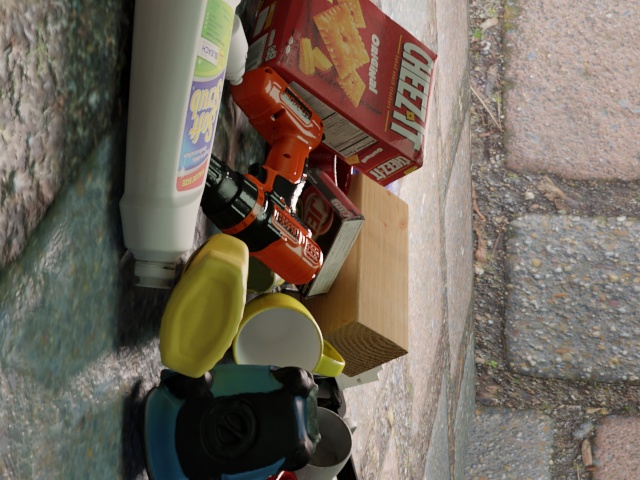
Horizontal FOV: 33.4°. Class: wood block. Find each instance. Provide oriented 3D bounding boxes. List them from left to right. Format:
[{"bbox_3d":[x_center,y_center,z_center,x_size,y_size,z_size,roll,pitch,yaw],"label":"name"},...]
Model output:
[{"bbox_3d":[0.041,0.038,1.223,0.090,0.091,0.206,32,45,-33],"label":"wood block"}]

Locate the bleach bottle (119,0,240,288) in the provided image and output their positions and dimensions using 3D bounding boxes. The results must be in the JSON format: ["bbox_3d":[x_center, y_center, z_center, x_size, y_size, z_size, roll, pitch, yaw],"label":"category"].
[{"bbox_3d":[-0.115,-0.088,0.836,0.102,0.068,0.251,11,85,-76],"label":"bleach bottle"}]

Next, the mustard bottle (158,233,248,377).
[{"bbox_3d":[-0.093,0.043,0.899,0.191,0.058,0.096,-99,-150,-80],"label":"mustard bottle"}]

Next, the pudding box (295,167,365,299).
[{"bbox_3d":[-0.008,-0.008,1.148,0.039,0.090,0.114,-7,134,-37],"label":"pudding box"}]

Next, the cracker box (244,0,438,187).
[{"bbox_3d":[0.027,-0.183,1.141,0.213,0.072,0.164,31,54,-30],"label":"cracker box"}]

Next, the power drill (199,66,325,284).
[{"bbox_3d":[-0.060,-0.073,1.001,0.184,0.057,0.187,45,39,-37],"label":"power drill"}]

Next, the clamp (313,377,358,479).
[{"bbox_3d":[0.002,0.200,1.357,0.210,0.036,0.164,-94,160,-58],"label":"clamp"}]

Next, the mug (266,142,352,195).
[{"bbox_3d":[-0.009,-0.100,1.215,0.117,0.081,0.093,-68,156,-53],"label":"mug"}]
